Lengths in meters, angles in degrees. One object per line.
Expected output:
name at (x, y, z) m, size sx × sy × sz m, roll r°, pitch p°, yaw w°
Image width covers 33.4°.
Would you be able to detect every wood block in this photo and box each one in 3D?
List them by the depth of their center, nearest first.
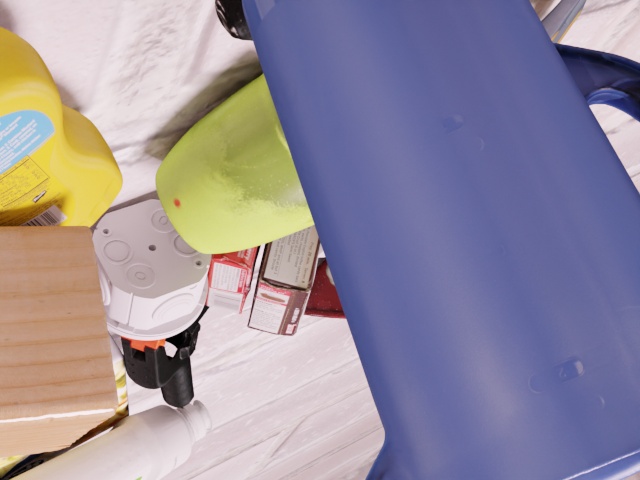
wood block at (-0.204, 0.051, 0.458) m, size 0.205 × 0.090 × 0.091 m, roll -1°, pitch 160°, yaw -33°

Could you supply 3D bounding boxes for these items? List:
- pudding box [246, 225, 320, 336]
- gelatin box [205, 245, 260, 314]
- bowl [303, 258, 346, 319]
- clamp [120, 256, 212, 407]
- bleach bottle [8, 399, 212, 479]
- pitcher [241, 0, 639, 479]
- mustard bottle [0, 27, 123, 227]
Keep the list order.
pudding box at (-0.019, 0.000, 0.747) m, size 0.039 × 0.113 × 0.090 m, roll 12°, pitch 154°, yaw -3°
gelatin box at (-0.055, 0.001, 0.737) m, size 0.030 × 0.073 × 0.089 m, roll 15°, pitch 155°, yaw -2°
bowl at (0.054, 0.041, 0.998) m, size 0.162 × 0.055 × 0.162 m, roll 1°, pitch -178°, yaw 0°
clamp at (-0.107, 0.076, 0.768) m, size 0.171 × 0.039 × 0.120 m, roll -16°, pitch 117°, yaw -77°
bleach bottle at (-0.193, 0.194, 0.808) m, size 0.250 × 0.068 × 0.103 m, roll -27°, pitch 166°, yaw -31°
pitcher at (0.067, -0.020, 0.423) m, size 0.148 × 0.243 × 0.145 m, roll -4°, pitch 156°, yaw -46°
mustard bottle at (-0.154, -0.044, 0.452) m, size 0.096 × 0.058 × 0.191 m, roll -27°, pitch 163°, yaw -2°
